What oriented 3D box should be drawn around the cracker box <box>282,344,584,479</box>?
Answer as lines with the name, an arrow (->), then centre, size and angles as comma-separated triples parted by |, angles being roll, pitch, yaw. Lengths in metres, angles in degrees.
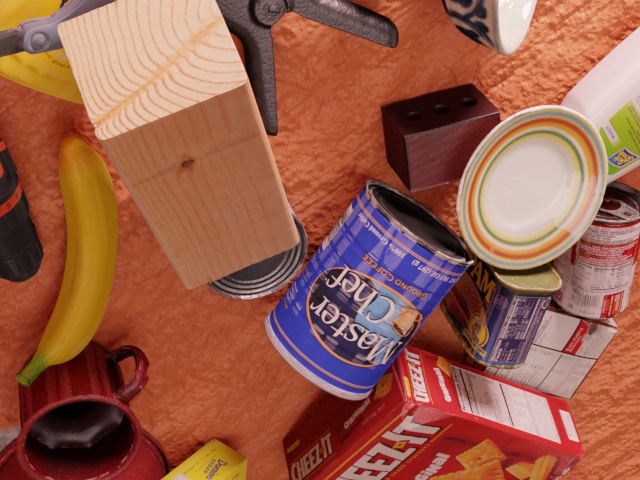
cracker box -> 0.101, 0.188, 0.949 | 0.213, 0.072, 0.164 | 21, 127, -30

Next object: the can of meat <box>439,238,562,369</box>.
can of meat -> 0.144, 0.043, 0.873 | 0.057, 0.102, 0.084 | 3, 122, -19

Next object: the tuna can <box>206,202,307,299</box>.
tuna can -> -0.055, 0.001, 0.818 | 0.086, 0.034, 0.086 | -9, 124, -14

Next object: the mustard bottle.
mustard bottle -> -0.135, -0.182, 0.658 | 0.096, 0.058, 0.192 | 17, 114, -29

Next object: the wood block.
wood block -> -0.082, -0.060, 0.684 | 0.091, 0.090, 0.206 | -22, 154, -4

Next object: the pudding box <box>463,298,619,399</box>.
pudding box -> 0.199, 0.092, 0.962 | 0.113, 0.039, 0.090 | 16, 118, -24

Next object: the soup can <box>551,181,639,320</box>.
soup can -> 0.234, 0.009, 0.902 | 0.068, 0.068, 0.102 | -9, 124, -14

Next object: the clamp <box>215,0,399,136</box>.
clamp -> -0.039, -0.152, 0.723 | 0.120, 0.039, 0.171 | -46, 118, 7

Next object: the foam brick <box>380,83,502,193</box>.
foam brick -> 0.092, -0.078, 0.807 | 0.078, 0.053, 0.051 | -16, 125, -10

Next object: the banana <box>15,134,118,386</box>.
banana -> -0.174, 0.014, 0.770 | 0.037, 0.069, 0.198 | 20, 112, 14

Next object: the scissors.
scissors -> -0.156, -0.136, 0.620 | 0.201, 0.016, 0.096 | -6, 130, -35

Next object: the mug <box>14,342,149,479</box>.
mug -> -0.181, 0.123, 0.823 | 0.117, 0.081, 0.093 | -40, 125, 8

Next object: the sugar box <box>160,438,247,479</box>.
sugar box -> -0.111, 0.272, 0.940 | 0.093, 0.048, 0.176 | -33, 136, -45

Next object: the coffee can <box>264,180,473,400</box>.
coffee can -> 0.036, 0.039, 0.831 | 0.102, 0.103, 0.140 | 26, 110, -31
